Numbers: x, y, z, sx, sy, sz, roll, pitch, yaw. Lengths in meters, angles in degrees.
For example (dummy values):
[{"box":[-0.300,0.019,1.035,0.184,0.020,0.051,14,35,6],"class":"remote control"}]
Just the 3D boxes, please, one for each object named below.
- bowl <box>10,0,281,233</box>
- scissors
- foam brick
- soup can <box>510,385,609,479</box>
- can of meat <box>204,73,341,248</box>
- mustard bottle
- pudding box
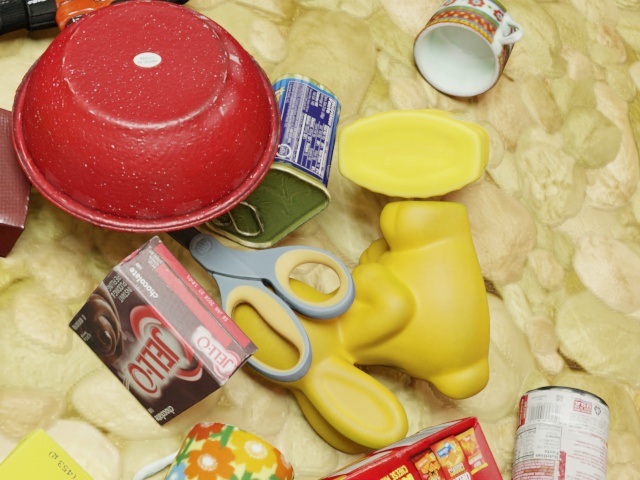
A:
[{"box":[-0.101,-0.086,0.620,0.162,0.055,0.162,3,59,-6],"class":"bowl"},{"box":[-0.055,0.001,0.694,0.096,0.016,0.202,-33,66,-7],"class":"scissors"},{"box":[-0.208,-0.038,0.659,0.051,0.053,0.078,13,63,-24],"class":"foam brick"},{"box":[0.173,0.165,0.774,0.068,0.069,0.102,24,58,-18],"class":"soup can"},{"box":[-0.032,-0.055,0.738,0.057,0.102,0.084,26,55,-24],"class":"can of meat"},{"box":[0.074,-0.067,0.781,0.096,0.191,0.058,1,98,11],"class":"mustard bottle"},{"box":[-0.097,0.057,0.641,0.090,0.114,0.039,49,58,-1],"class":"pudding box"}]
